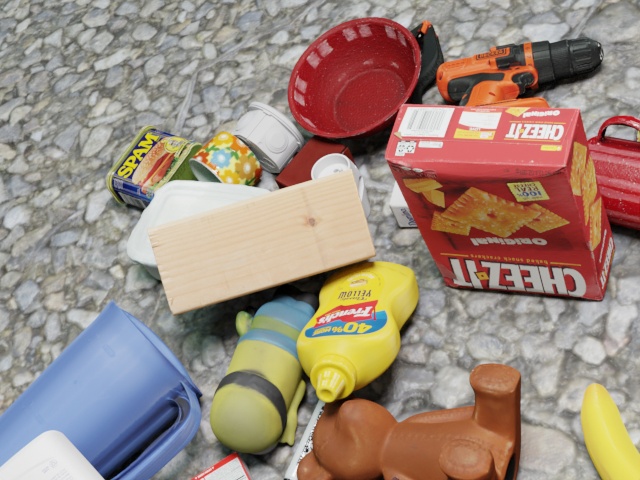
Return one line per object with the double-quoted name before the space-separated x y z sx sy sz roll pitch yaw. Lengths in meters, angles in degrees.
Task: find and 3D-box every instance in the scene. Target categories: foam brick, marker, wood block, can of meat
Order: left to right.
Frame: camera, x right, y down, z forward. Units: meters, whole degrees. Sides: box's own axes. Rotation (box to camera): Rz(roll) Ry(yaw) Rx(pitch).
"can of meat" -0.194 -0.083 1.290 0.084 0.057 0.102 19 64 31
"wood block" -0.057 0.002 1.066 0.206 0.090 0.091 -16 91 0
"marker" -0.014 0.199 1.008 0.020 0.020 0.121 10 59 30
"foam brick" -0.003 -0.070 1.196 0.051 0.053 0.078 26 66 37

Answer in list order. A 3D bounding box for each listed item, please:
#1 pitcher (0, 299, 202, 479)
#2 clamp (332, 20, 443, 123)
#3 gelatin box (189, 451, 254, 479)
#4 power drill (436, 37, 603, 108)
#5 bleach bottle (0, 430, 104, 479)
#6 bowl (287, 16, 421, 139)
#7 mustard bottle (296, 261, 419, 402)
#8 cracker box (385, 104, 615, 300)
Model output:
"pitcher" -0.238 0.190 1.047 0.242 0.145 0.149 -44 8 -9
"clamp" 0.102 -0.182 1.249 0.120 0.039 0.171 27 75 30
"gelatin box" -0.088 0.253 0.992 0.073 0.030 0.089 -32 48 -4
"power drill" 0.210 -0.156 1.132 0.185 0.057 0.187 -11 27 17
"bleach bottle" -0.189 0.290 0.930 0.102 0.068 0.251 -41 77 -8
"bowl" 0.046 -0.173 1.213 0.162 0.055 0.162 -12 58 21
"mustard bottle" 0.029 0.089 1.002 0.096 0.058 0.191 -5 27 19
"cracker box" 0.169 -0.031 0.978 0.164 0.213 0.072 5 58 28
